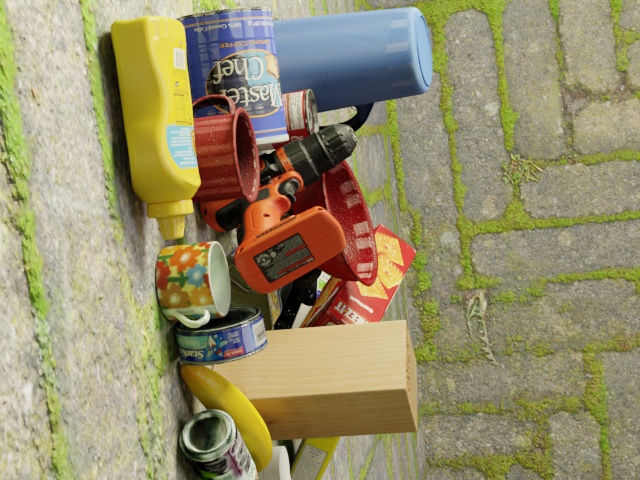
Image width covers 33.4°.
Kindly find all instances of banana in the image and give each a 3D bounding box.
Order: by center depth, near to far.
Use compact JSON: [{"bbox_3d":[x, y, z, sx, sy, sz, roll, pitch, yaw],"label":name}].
[{"bbox_3d":[-0.087,0.187,1.074,0.198,0.070,0.037,74,33,-49],"label":"banana"}]

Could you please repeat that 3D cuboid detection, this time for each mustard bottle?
[{"bbox_3d":[-0.141,-0.096,0.941,0.096,0.058,0.191,-28,112,-80],"label":"mustard bottle"}]

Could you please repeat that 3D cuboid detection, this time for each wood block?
[{"bbox_3d":[-0.004,0.153,1.141,0.090,0.206,0.091,72,16,-49],"label":"wood block"}]

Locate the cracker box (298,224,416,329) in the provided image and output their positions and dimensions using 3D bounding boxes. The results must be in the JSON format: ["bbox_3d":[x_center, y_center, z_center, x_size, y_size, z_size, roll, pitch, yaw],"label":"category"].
[{"bbox_3d":[0.026,0.096,1.366,0.164,0.072,0.213,-51,-178,37],"label":"cracker box"}]

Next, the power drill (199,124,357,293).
[{"bbox_3d":[-0.030,-0.037,1.075,0.057,0.184,0.188,56,6,-28],"label":"power drill"}]

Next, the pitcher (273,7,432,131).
[{"bbox_3d":[0.016,-0.216,1.359,0.149,0.243,0.145,40,47,-66],"label":"pitcher"}]

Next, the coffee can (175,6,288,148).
[{"bbox_3d":[-0.093,-0.168,1.125,0.102,0.103,0.140,-40,124,-78],"label":"coffee can"}]

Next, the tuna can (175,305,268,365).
[{"bbox_3d":[-0.095,0.090,1.018,0.086,0.086,0.034,-54,135,-75],"label":"tuna can"}]

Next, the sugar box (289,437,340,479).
[{"bbox_3d":[0.011,0.241,1.411,0.093,0.048,0.176,-60,175,-73],"label":"sugar box"}]

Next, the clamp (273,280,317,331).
[{"bbox_3d":[-0.024,0.045,1.380,0.120,0.039,0.171,-49,-162,45],"label":"clamp"}]

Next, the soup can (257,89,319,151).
[{"bbox_3d":[-0.058,-0.145,1.305,0.068,0.102,0.068,-6,90,-80],"label":"soup can"}]

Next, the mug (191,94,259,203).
[{"bbox_3d":[-0.110,-0.090,1.043,0.093,0.081,0.117,59,27,-66],"label":"mug"}]

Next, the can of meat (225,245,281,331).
[{"bbox_3d":[-0.079,0.057,1.206,0.084,0.057,0.102,-58,141,-76],"label":"can of meat"}]

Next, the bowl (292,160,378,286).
[{"bbox_3d":[0.012,-0.019,1.212,0.162,0.055,0.162,-17,90,-73],"label":"bowl"}]
